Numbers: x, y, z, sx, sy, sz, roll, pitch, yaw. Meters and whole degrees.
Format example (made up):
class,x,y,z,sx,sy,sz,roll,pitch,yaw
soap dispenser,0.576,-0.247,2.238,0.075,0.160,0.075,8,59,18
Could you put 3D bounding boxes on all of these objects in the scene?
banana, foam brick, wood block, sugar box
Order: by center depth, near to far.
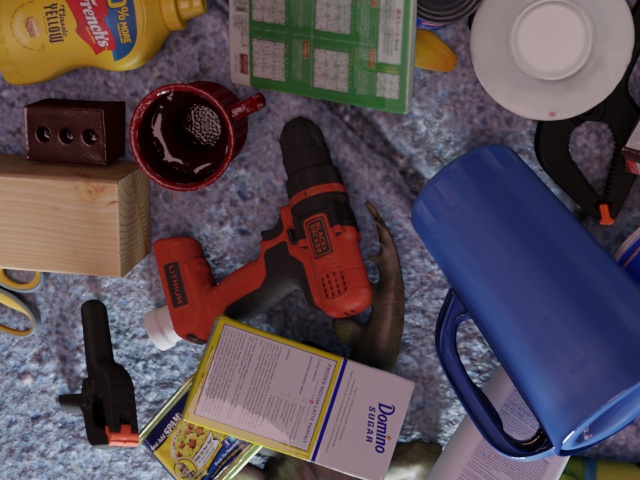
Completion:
class,x,y,z,sx,sy,sz,roll,pitch,yaw
sugar box,-0.019,0.133,0.898,0.176,0.048,0.093,20,83,-8
banana,0.044,-0.220,0.904,0.070,0.037,0.198,-26,99,16
foam brick,-0.223,-0.100,0.975,0.078,0.051,0.053,3,106,9
wood block,-0.269,-0.027,0.983,0.206,0.090,0.091,4,105,8

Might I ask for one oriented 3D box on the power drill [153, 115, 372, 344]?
class,x,y,z,sx,sy,sz,roll,pitch,yaw
power drill,-0.056,0.001,0.951,0.188,0.057,0.184,-23,71,23

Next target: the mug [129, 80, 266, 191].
class,x,y,z,sx,sy,sz,roll,pitch,yaw
mug,-0.101,-0.101,0.937,0.117,0.081,0.093,-26,99,15

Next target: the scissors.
class,x,y,z,sx,sy,sz,roll,pitch,yaw
scissors,-0.352,0.018,1.049,0.202,0.016,0.096,37,106,-1

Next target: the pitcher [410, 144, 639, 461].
class,x,y,z,sx,sy,sz,roll,pitch,yaw
pitcher,0.170,0.047,0.859,0.243,0.149,0.145,56,142,26

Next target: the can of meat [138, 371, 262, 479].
class,x,y,z,sx,sy,sz,roll,pitch,yaw
can of meat,-0.102,0.173,0.949,0.084,0.057,0.102,46,112,11

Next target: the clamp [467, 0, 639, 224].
class,x,y,z,sx,sy,sz,roll,pitch,yaw
clamp,0.232,-0.120,0.897,0.165,0.036,0.210,-17,97,15

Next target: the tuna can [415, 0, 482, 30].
class,x,y,z,sx,sy,sz,roll,pitch,yaw
tuna can,0.093,-0.218,0.880,0.086,0.034,0.086,0,90,-12

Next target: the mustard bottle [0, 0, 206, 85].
class,x,y,z,sx,sy,sz,roll,pitch,yaw
mustard bottle,-0.194,-0.196,0.941,0.192,0.058,0.096,-6,99,11

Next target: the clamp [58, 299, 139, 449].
class,x,y,z,sx,sy,sz,roll,pitch,yaw
clamp,-0.203,0.130,0.991,0.039,0.172,0.120,0,105,-31

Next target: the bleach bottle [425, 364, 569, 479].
class,x,y,z,sx,sy,sz,roll,pitch,yaw
bleach bottle,0.187,0.152,0.921,0.102,0.068,0.250,36,79,-2
